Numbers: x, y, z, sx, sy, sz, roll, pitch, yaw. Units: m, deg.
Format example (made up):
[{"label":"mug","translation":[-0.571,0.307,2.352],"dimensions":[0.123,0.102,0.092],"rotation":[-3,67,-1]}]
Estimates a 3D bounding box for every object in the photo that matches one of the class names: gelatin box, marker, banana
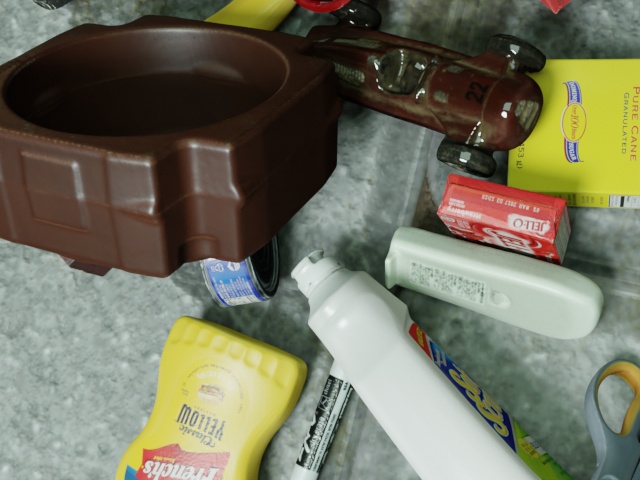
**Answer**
[{"label":"gelatin box","translation":[0.118,-0.012,0.674],"dimensions":[0.073,0.089,0.030],"rotation":[15,84,17]},{"label":"marker","translation":[-0.002,0.136,0.718],"dimensions":[0.020,0.020,0.121],"rotation":[20,86,18]},{"label":"banana","translation":[-0.094,-0.150,0.785],"dimensions":[0.198,0.037,0.069],"rotation":[-17,77,12]}]

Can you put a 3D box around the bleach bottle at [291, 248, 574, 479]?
[{"label":"bleach bottle","translation":[0.069,0.103,0.660],"dimensions":[0.068,0.102,0.251],"rotation":[-46,73,13]}]

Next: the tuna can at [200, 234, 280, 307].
[{"label":"tuna can","translation":[-0.055,0.001,0.722],"dimensions":[0.034,0.086,0.086],"rotation":[-9,78,12]}]

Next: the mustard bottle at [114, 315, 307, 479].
[{"label":"mustard bottle","translation":[-0.086,0.154,0.718],"dimensions":[0.096,0.058,0.191],"rotation":[21,87,13]}]
